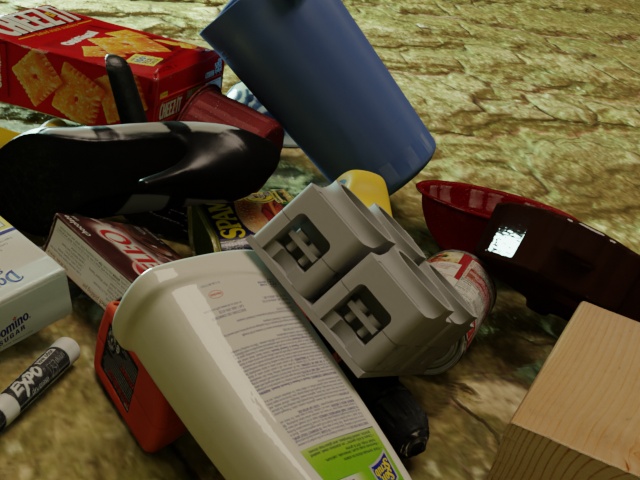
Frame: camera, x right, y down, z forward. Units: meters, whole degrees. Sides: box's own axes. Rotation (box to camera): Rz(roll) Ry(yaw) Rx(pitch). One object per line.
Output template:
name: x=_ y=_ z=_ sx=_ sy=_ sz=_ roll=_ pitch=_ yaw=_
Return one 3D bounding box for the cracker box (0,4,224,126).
cracker box: x=-0.223 y=-0.171 z=1.055 sx=0.214 sy=0.072 sz=0.164 roll=17 pitch=23 yaw=13

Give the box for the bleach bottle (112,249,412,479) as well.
bleach bottle: x=-0.011 y=0.119 z=0.581 sx=0.102 sy=0.068 sz=0.251 roll=-12 pitch=55 yaw=-42

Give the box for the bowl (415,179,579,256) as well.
bowl: x=0.163 y=-0.010 z=1.018 sx=0.162 sy=0.055 sz=0.162 roll=13 pitch=13 yaw=-3

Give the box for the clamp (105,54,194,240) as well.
clamp: x=-0.152 y=-0.071 z=0.899 sx=0.171 sy=0.120 sz=0.039 roll=36 pitch=27 yaw=-13

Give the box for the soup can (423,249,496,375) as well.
soup can: x=0.094 y=0.055 z=0.838 sx=0.068 sy=0.068 sz=0.102 roll=21 pitch=25 yaw=14

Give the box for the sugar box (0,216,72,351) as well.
sugar box: x=-0.258 y=0.014 z=0.732 sx=0.093 sy=0.048 sz=0.176 roll=-29 pitch=48 yaw=-32

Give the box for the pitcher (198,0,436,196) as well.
pitcher: x=0.000 y=-0.154 z=1.062 sx=0.243 sy=0.145 sz=0.149 roll=52 pitch=23 yaw=-12

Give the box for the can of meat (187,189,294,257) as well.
can of meat: x=-0.056 y=0.001 z=0.862 sx=0.083 sy=0.057 sz=0.102 roll=-8 pitch=30 yaw=-16

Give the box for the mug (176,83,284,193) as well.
mug: x=-0.094 y=-0.087 z=1.027 sx=0.081 sy=0.093 sz=0.117 roll=27 pitch=43 yaw=15

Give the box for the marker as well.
marker: x=-0.183 y=0.093 z=0.655 sx=0.020 sy=0.020 sz=0.121 roll=18 pitch=24 yaw=8

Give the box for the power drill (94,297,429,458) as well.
power drill: x=-0.040 y=0.089 z=0.705 sx=0.187 sy=0.057 sz=0.185 roll=-2 pitch=31 yaw=-36

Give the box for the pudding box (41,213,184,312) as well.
pudding box: x=-0.136 y=0.024 z=0.783 sx=0.114 sy=0.039 sz=0.089 roll=33 pitch=13 yaw=36

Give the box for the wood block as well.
wood block: x=0.179 y=0.127 z=0.702 sx=0.091 sy=0.090 sz=0.205 roll=22 pitch=25 yaw=17
